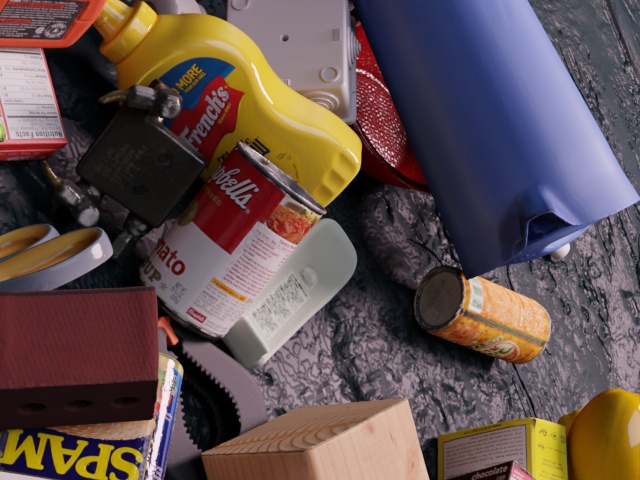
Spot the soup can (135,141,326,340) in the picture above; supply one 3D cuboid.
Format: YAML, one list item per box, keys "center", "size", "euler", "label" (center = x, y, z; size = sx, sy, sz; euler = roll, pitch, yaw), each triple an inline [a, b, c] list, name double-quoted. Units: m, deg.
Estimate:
- center: [-0.054, 0.001, 0.642]
  size: [0.068, 0.102, 0.068]
  euler: [39, 6, -5]
  label: "soup can"

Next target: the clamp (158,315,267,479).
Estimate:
- center: [-0.061, 0.146, 0.633]
  size: [0.164, 0.036, 0.210]
  euler: [-42, 106, -45]
  label: "clamp"

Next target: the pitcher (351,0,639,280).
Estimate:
- center: [0.117, -0.103, 0.772]
  size: [0.144, 0.149, 0.243]
  euler: [-22, 85, -32]
  label: "pitcher"

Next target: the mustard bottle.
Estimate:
- center: [-0.069, -0.087, 0.679]
  size: [0.191, 0.096, 0.058]
  euler: [40, 31, -23]
  label: "mustard bottle"

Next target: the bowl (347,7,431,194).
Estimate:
- center: [0.055, -0.103, 0.833]
  size: [0.161, 0.055, 0.162]
  euler: [19, 61, -37]
  label: "bowl"

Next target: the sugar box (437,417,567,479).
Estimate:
- center: [0.127, 0.217, 0.740]
  size: [0.048, 0.094, 0.176]
  euler: [20, 61, -36]
  label: "sugar box"

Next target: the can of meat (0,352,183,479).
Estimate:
- center: [-0.126, 0.100, 0.557]
  size: [0.102, 0.057, 0.084]
  euler: [12, 58, -7]
  label: "can of meat"

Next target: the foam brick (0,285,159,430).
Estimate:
- center: [-0.119, 0.058, 0.518]
  size: [0.078, 0.053, 0.051]
  euler: [-2, 59, -14]
  label: "foam brick"

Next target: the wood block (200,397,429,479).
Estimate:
- center: [0.017, 0.204, 0.603]
  size: [0.090, 0.091, 0.206]
  euler: [-17, 93, -47]
  label: "wood block"

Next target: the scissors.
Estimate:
- center: [-0.206, 0.033, 0.546]
  size: [0.201, 0.096, 0.016]
  euler: [-22, 112, -17]
  label: "scissors"

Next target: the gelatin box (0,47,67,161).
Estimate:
- center: [-0.193, -0.089, 0.612]
  size: [0.073, 0.030, 0.089]
  euler: [-7, 77, -46]
  label: "gelatin box"
